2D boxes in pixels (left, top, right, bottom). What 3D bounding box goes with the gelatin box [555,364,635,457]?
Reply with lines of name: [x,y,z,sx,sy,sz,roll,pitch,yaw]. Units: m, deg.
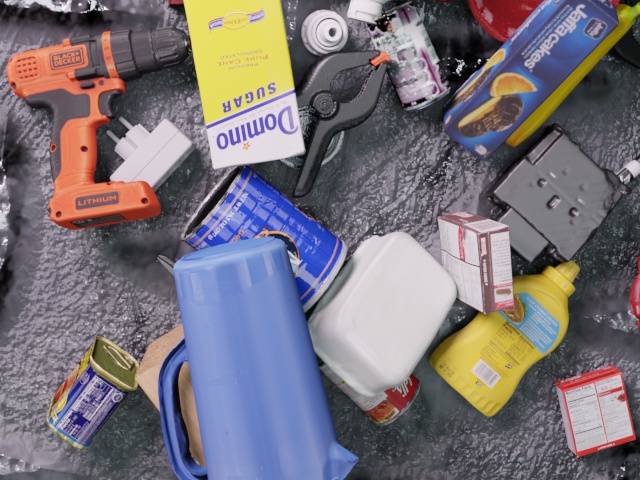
gelatin box: [0.316,0.196,1.230,0.073,0.030,0.089,-16,102,-5]

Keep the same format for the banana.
banana: [0.264,-0.182,1.131,0.037,0.069,0.198,42,114,4]

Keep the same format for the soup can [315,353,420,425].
soup can: [0.049,0.142,1.157,0.068,0.068,0.102,-45,103,1]

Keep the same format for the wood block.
wood block: [-0.093,0.184,1.122,0.090,0.091,0.206,-32,103,10]

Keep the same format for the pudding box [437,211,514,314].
pudding box: [0.163,0.022,1.131,0.039,0.114,0.090,-10,102,-13]

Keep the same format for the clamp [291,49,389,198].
clamp: [-0.008,-0.140,1.077,0.120,0.039,0.171,42,92,-16]

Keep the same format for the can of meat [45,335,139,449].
can of meat: [-0.234,0.156,1.097,0.057,0.102,0.084,37,95,-13]

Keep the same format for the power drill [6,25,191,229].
power drill: [-0.206,-0.112,1.043,0.184,0.057,0.187,-11,79,5]

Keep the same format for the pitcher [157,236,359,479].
pitcher: [-0.072,0.126,1.006,0.149,0.145,0.243,-15,97,-24]

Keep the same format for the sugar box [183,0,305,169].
sugar box: [-0.073,-0.162,1.031,0.093,0.048,0.176,-10,96,0]

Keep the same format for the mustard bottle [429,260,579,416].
mustard bottle: [0.216,0.096,1.181,0.096,0.058,0.191,42,92,-13]

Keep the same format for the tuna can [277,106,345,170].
tuna can: [-0.018,-0.116,1.117,0.086,0.034,0.086,-2,100,-9]

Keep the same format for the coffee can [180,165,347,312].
coffee can: [-0.057,0.001,1.096,0.140,0.103,0.103,39,92,-13]
